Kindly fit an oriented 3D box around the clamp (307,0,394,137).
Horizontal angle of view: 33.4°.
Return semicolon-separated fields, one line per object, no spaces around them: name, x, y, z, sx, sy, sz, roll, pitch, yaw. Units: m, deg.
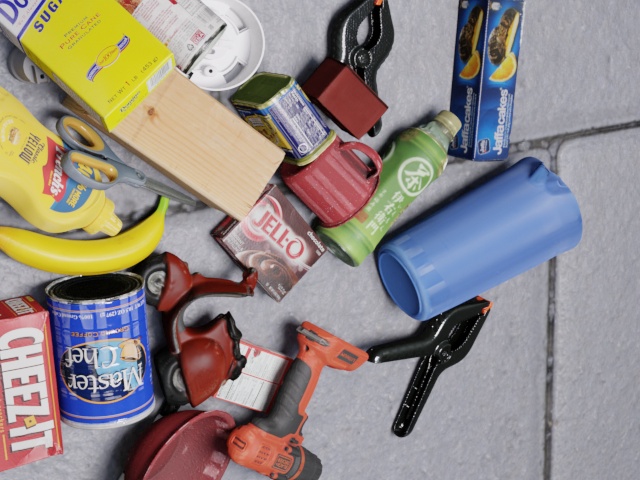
clamp;0.032;-0.208;1.234;0.120;0.039;0.171;2;102;-35

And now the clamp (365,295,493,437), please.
clamp;0.143;0.137;1.381;0.209;0.036;0.164;-46;135;-17

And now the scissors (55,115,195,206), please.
scissors;-0.206;-0.082;1.116;0.016;0.096;0.201;-36;163;21

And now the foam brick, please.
foam brick;0.026;-0.160;1.197;0.051;0.053;0.078;-50;122;-1

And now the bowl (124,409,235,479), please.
bowl;-0.168;0.249;1.200;0.161;0.055;0.162;-40;145;-36

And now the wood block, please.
wood block;-0.150;-0.116;1.116;0.205;0.090;0.091;36;84;-33

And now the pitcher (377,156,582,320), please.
pitcher;0.197;0.009;1.347;0.242;0.145;0.149;-27;103;-19

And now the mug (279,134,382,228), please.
mug;0.016;-0.078;1.217;0.081;0.117;0.093;44;45;-27

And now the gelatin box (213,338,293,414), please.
gelatin box;-0.085;0.158;1.262;0.089;0.030;0.073;24;90;-35

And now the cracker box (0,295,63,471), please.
cracker box;-0.374;0.159;1.063;0.213;0.072;0.164;-11;109;-29

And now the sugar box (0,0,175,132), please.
sugar box;-0.230;-0.195;1.003;0.176;0.048;0.093;42;77;5

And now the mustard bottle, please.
mustard bottle;-0.275;-0.063;1.060;0.191;0.058;0.096;40;46;-31

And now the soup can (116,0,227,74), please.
soup can;-0.152;-0.223;1.064;0.102;0.068;0.068;41;80;-7

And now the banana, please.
banana;-0.245;0.004;1.125;0.197;0.037;0.069;-13;79;-31

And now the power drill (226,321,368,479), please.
power drill;-0.016;0.201;1.278;0.187;0.057;0.184;-62;147;-6

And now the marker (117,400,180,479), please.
marker;-0.195;0.230;1.221;0.020;0.020;0.121;34;84;-33

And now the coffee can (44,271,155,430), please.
coffee can;-0.230;0.113;1.119;0.102;0.103;0.140;-11;108;-29

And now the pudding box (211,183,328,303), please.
pudding box;-0.058;0.002;1.233;0.090;0.039;0.113;-47;121;-13

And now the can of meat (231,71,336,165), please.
can of meat;-0.043;-0.135;1.170;0.057;0.102;0.084;-45;119;-14
